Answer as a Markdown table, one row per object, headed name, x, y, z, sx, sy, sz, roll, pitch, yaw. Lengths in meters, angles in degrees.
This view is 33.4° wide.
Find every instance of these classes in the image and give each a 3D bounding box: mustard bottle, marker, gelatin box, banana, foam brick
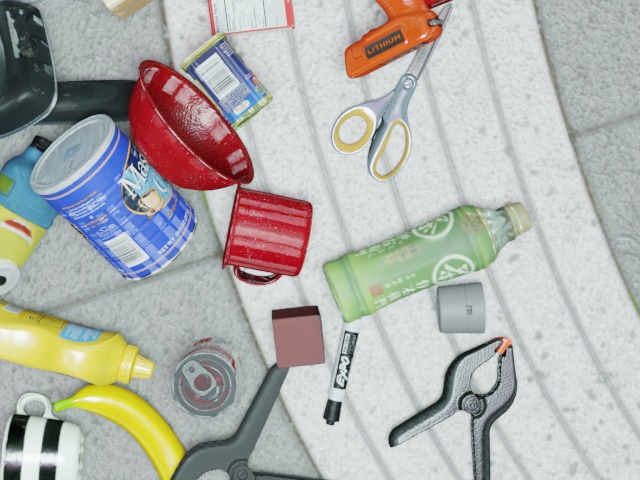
| name | x | y | z | sx | sy | sz | roll | pitch | yaw |
| --- | --- | --- | --- | --- | --- | --- | --- | --- | --- |
| mustard bottle | -0.267 | 0.111 | 1.114 | 0.191 | 0.096 | 0.058 | 15 | 93 | -2 |
| marker | 0.023 | 0.142 | 1.158 | 0.020 | 0.020 | 0.121 | 12 | 94 | -2 |
| gelatin box | -0.075 | -0.255 | 1.126 | 0.089 | 0.030 | 0.073 | -7 | 95 | -1 |
| banana | -0.193 | 0.214 | 1.145 | 0.197 | 0.037 | 0.069 | 44 | 78 | -13 |
| foam brick | -0.024 | 0.101 | 1.126 | 0.051 | 0.078 | 0.053 | -6 | 94 | -2 |

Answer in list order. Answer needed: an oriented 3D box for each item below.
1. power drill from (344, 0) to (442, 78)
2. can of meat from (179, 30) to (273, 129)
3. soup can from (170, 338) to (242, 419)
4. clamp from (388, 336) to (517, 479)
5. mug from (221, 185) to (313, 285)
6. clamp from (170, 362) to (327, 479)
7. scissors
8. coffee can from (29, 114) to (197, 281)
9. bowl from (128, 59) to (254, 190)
| name | x | y | z | sx | sy | sz | roll | pitch | yaw |
| --- | --- | --- | --- | --- | --- | --- | --- | --- | --- |
| power drill | 0.026 | -0.261 | 1.062 | 0.185 | 0.057 | 0.187 | -23 | 94 | 24 |
| can of meat | -0.095 | -0.161 | 1.097 | 0.057 | 0.102 | 0.084 | -39 | 95 | 1 |
| soup can | -0.117 | 0.142 | 1.115 | 0.068 | 0.102 | 0.068 | 0 | 94 | -1 |
| clamp | 0.151 | 0.177 | 1.153 | 0.120 | 0.039 | 0.171 | 21 | 87 | -7 |
| mug | -0.057 | 0.001 | 1.120 | 0.081 | 0.093 | 0.117 | 11 | 124 | -6 |
| clamp | -0.076 | 0.253 | 1.140 | 0.209 | 0.036 | 0.164 | -35 | 94 | -13 |
| scissors | 0.073 | -0.165 | 1.141 | 0.096 | 0.016 | 0.202 | 13 | 93 | -2 |
| coffee can | -0.206 | -0.042 | 1.074 | 0.103 | 0.103 | 0.140 | -39 | 123 | 1 |
| bowl | -0.141 | -0.104 | 1.078 | 0.055 | 0.162 | 0.162 | -39 | 94 | 17 |
